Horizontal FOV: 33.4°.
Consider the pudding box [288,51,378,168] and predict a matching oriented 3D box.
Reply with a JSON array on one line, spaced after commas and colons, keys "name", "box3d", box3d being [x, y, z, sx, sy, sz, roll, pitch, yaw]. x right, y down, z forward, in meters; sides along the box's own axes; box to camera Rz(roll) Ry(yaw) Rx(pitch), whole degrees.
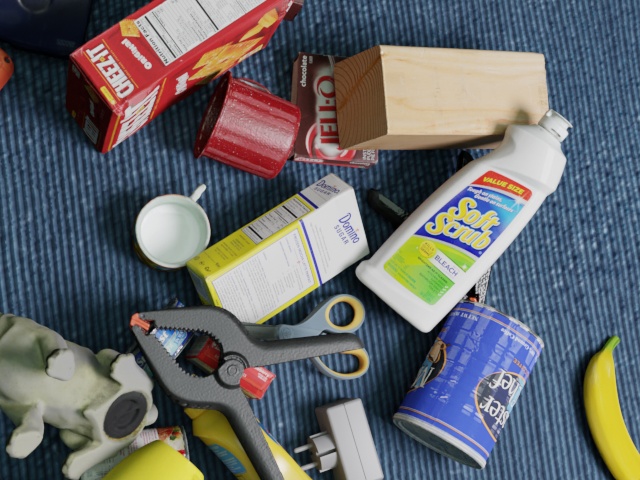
[{"name": "pudding box", "box3d": [0.014, -0.135, 1.118, 0.090, 0.039, 0.113, 4, 82, -15]}]

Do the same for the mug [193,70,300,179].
[{"name": "mug", "box3d": [-0.072, -0.120, 1.075, 0.081, 0.093, 0.117, 20, 41, -17]}]

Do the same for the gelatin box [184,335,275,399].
[{"name": "gelatin box", "box3d": [-0.088, 0.121, 1.029, 0.073, 0.089, 0.030, 35, 75, -8]}]

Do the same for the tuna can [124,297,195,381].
[{"name": "tuna can", "box3d": [-0.153, 0.098, 1.017, 0.033, 0.086, 0.086, 41, 74, -9]}]

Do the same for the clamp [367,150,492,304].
[{"name": "clamp", "box3d": [0.123, -0.001, 1.131, 0.120, 0.039, 0.171, -14, 88, 1]}]

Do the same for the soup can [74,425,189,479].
[{"name": "soup can", "box3d": [-0.178, 0.213, 1.004, 0.102, 0.069, 0.068, -4, 84, -15]}]

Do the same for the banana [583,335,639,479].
[{"name": "banana", "box3d": [0.326, 0.206, 1.158, 0.069, 0.037, 0.198, -14, 86, -15]}]

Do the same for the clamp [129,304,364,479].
[{"name": "clamp", "box3d": [-0.072, 0.112, 0.967, 0.210, 0.036, 0.164, 35, 75, -4]}]

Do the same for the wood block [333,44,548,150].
[{"name": "wood block", "box3d": [0.126, -0.144, 1.097, 0.205, 0.091, 0.090, -3, 87, -30]}]

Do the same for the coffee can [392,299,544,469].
[{"name": "coffee can", "box3d": [0.150, 0.146, 1.084, 0.102, 0.103, 0.140, 33, 75, -9]}]

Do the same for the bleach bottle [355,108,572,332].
[{"name": "bleach bottle", "box3d": [0.152, -0.031, 1.072, 0.102, 0.068, 0.251, 40, 98, 4]}]

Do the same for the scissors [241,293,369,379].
[{"name": "scissors", "box3d": [-0.026, 0.077, 1.060, 0.201, 0.016, 0.096, 28, 68, -30]}]

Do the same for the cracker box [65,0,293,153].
[{"name": "cracker box", "box3d": [-0.135, -0.181, 1.019, 0.213, 0.164, 0.072, -38, 91, -17]}]

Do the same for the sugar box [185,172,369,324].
[{"name": "sugar box", "box3d": [-0.039, 0.016, 1.059, 0.176, 0.048, 0.093, -34, 134, -19]}]

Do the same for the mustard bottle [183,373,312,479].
[{"name": "mustard bottle", "box3d": [-0.066, 0.204, 1.021, 0.058, 0.096, 0.191, -42, 95, -16]}]
